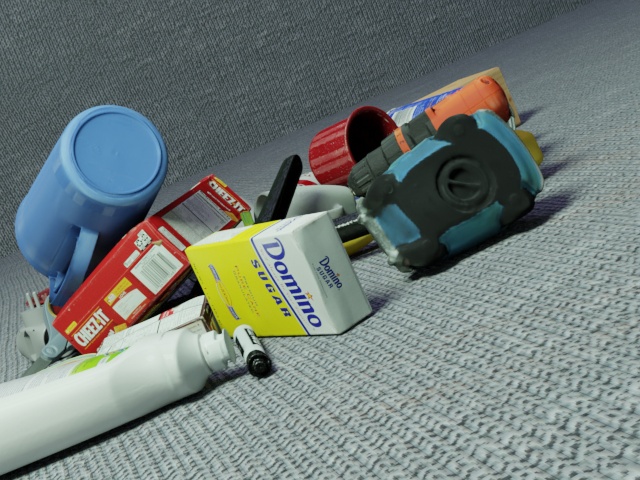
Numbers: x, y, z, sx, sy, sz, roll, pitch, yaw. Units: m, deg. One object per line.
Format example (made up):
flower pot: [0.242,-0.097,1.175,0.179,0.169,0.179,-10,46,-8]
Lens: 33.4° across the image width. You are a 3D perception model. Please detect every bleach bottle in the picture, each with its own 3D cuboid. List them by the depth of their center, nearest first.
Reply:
bleach bottle: [-0.188,0.125,0.833,0.251,0.068,0.102,-20,10,5]

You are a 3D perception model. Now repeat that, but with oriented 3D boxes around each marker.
marker: [-0.055,0.088,0.855,0.020,0.020,0.121,-24,10,-6]

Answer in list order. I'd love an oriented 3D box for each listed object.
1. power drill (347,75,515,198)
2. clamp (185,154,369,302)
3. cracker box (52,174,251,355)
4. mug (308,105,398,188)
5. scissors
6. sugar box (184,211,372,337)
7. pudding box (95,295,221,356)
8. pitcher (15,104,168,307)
power drill: [0.125,-0.110,1.130,0.185,0.057,0.187,-32,1,21]
clamp: [-0.057,0.001,1.097,0.210,0.036,0.165,-38,40,-3]
cracker box: [-0.178,0.024,1.157,0.164,0.072,0.213,-46,2,21]
mug: [0.049,-0.102,1.272,0.117,0.093,0.082,9,-17,-37]
scissors: [-0.300,0.108,1.151,0.201,0.096,0.016,-31,-29,-48]
sugar box: [-0.040,0.033,0.900,0.048,0.093,0.177,-31,12,-31]
pudding box: [-0.147,0.095,0.970,0.113,0.039,0.090,-25,11,2]
pitcher: [-0.243,-0.038,1.133,0.144,0.149,0.243,-31,-4,-29]
